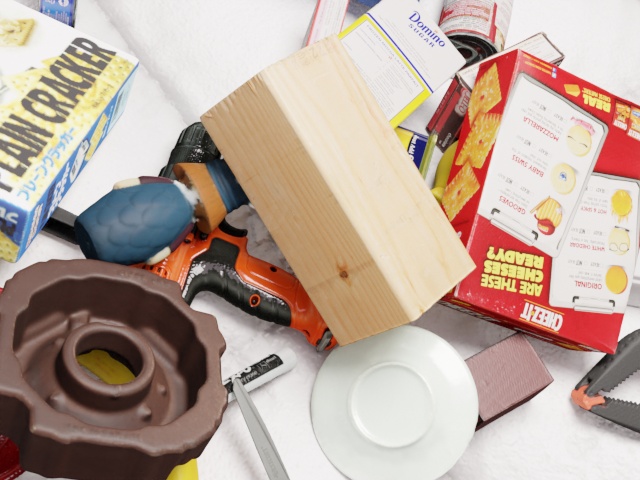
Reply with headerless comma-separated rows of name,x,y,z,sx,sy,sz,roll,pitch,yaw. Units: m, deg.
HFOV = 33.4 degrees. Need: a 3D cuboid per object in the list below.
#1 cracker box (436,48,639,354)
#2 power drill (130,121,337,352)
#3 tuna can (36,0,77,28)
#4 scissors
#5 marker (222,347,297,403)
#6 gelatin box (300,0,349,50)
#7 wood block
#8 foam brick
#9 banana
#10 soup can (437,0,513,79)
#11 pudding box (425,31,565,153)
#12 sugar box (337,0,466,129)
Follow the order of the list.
cracker box,0.189,-0.029,0.900,0.164,0.072,0.213,20,80,-21
power drill,-0.056,0.001,0.882,0.187,0.057,0.184,17,65,-3
tuna can,-0.228,-0.224,0.933,0.033,0.086,0.086,6,63,-14
scissors,-0.034,0.209,0.788,0.096,0.016,0.202,-39,88,-21
marker,-0.065,0.112,0.822,0.120,0.020,0.020,-24,71,-44
gelatin box,-0.002,-0.170,0.971,0.030,0.073,0.089,16,61,-6
wood block,0.013,-0.036,0.804,0.090,0.091,0.206,-35,96,-42
foam brick,0.140,0.118,0.875,0.078,0.053,0.051,-24,72,-24
banana,-0.143,0.128,0.809,0.069,0.037,0.198,-42,76,-2
soup can,0.149,-0.214,1.036,0.068,0.069,0.102,18,60,-5
pudding box,0.160,-0.136,0.986,0.113,0.090,0.039,-30,74,-26
sugar box,0.044,-0.141,0.913,0.093,0.048,0.176,51,48,-4
